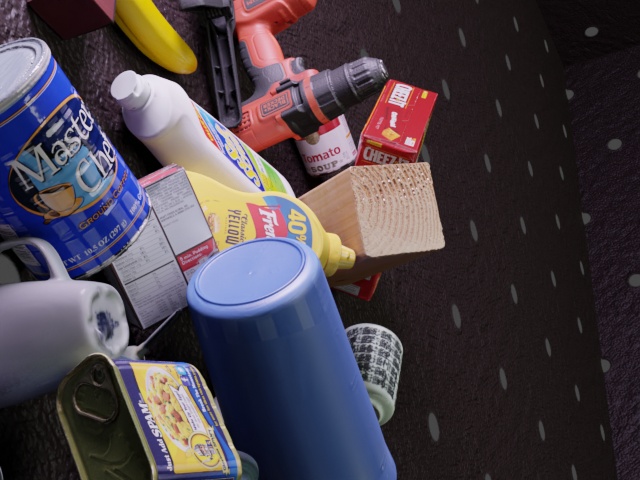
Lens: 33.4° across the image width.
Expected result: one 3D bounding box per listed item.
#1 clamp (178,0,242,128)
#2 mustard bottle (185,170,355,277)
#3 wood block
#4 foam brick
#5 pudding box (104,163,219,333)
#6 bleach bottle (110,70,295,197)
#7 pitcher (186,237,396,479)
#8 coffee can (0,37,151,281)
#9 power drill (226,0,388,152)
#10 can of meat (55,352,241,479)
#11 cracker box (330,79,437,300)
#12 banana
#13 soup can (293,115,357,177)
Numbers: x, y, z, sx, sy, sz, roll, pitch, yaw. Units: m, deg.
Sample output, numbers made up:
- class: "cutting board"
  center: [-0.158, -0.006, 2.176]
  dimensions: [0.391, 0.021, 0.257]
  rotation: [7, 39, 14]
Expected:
- class: "clamp"
  center: [-0.112, -0.243, 1.101]
  dimensions: [0.164, 0.036, 0.210]
  rotation: [73, 10, -54]
- class: "mustard bottle"
  center: [-0.056, 0.001, 0.965]
  dimensions: [0.191, 0.058, 0.096]
  rotation: [12, 68, -24]
- class: "wood block"
  center: [0.031, -0.009, 1.103]
  dimensions: [0.090, 0.206, 0.090]
  rotation: [-6, 81, -27]
- class: "foam brick"
  center: [-0.202, -0.216, 0.885]
  dimensions: [0.051, 0.053, 0.078]
  rotation: [48, 35, -49]
- class: "pudding box"
  center: [-0.134, 0.006, 0.873]
  dimensions: [0.039, 0.090, 0.113]
  rotation: [18, -48, 65]
- class: "bleach bottle"
  center: [-0.107, -0.074, 1.002]
  dimensions: [0.250, 0.068, 0.102]
  rotation: [42, 22, -51]
- class: "pitcher"
  center: [-0.023, 0.116, 0.888]
  dimensions: [0.149, 0.145, 0.243]
  rotation: [42, -27, 55]
- class: "coffee can"
  center: [-0.196, -0.053, 0.738]
  dimensions: [0.140, 0.103, 0.102]
  rotation: [60, 27, -34]
- class: "power drill"
  center: [-0.027, -0.198, 1.145]
  dimensions: [0.057, 0.185, 0.187]
  rotation: [44, 29, -53]
- class: "can of meat"
  center: [-0.106, 0.123, 0.669]
  dimensions: [0.083, 0.058, 0.102]
  rotation: [11, 45, -52]
- class: "cracker box"
  center: [0.069, -0.062, 1.280]
  dimensions: [0.164, 0.072, 0.214]
  rotation: [-66, 173, -56]
- class: "banana"
  center: [-0.168, -0.218, 0.987]
  dimensions: [0.197, 0.037, 0.069]
  rotation: [58, 29, -38]
- class: "soup can"
  center: [-0.002, -0.136, 1.292]
  dimensions: [0.068, 0.069, 0.102]
  rotation: [-60, 133, -59]
